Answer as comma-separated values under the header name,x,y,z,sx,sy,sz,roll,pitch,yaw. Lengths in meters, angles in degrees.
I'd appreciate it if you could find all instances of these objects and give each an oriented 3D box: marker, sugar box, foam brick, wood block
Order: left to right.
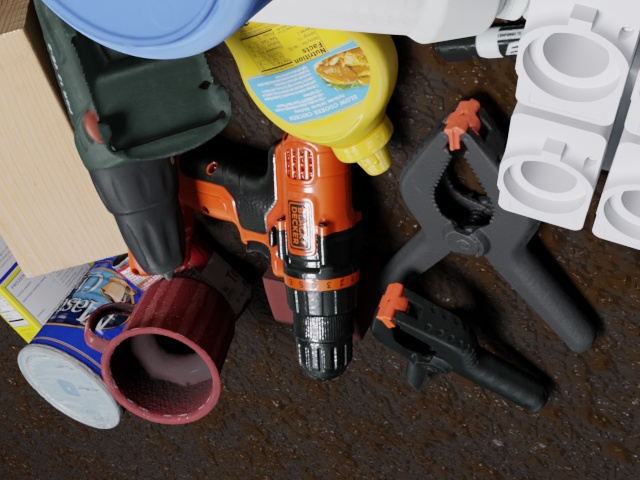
name,x,y,z,sx,sy,sz,roll,pitch,yaw
wood block,-0.216,-0.082,0.795,0.091,0.090,0.206,-14,131,5
sugar box,-0.266,0.030,0.990,0.048,0.093,0.176,-14,123,46
foam brick,0.004,0.035,0.817,0.078,0.053,0.051,11,139,27
marker,0.117,-0.110,0.584,0.121,0.020,0.020,2,134,36

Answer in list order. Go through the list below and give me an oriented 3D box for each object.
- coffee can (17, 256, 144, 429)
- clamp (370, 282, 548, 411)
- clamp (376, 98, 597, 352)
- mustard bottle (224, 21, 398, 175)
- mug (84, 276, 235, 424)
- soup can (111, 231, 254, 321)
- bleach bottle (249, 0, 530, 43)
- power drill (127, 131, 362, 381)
name,x,y,z,sx,sy,sz,roll,pitch,yaw
coffee can,-0.182,0.079,0.939,0.103,0.140,0.103,21,143,17
clamp,0.082,0.081,0.796,0.120,0.039,0.171,-7,144,41
clamp,0.110,-0.004,0.700,0.165,0.036,0.210,18,146,18
mustard bottle,-0.008,-0.116,0.640,0.096,0.058,0.191,-15,124,30
mug,-0.125,0.078,0.832,0.117,0.081,0.093,15,124,2
soup can,-0.114,0.031,0.891,0.102,0.068,0.069,44,144,-16
bleach bottle,-0.011,-0.147,0.533,0.250,0.102,0.068,6,130,-13
power drill,-0.055,0.001,0.770,0.188,0.057,0.184,8,107,32
